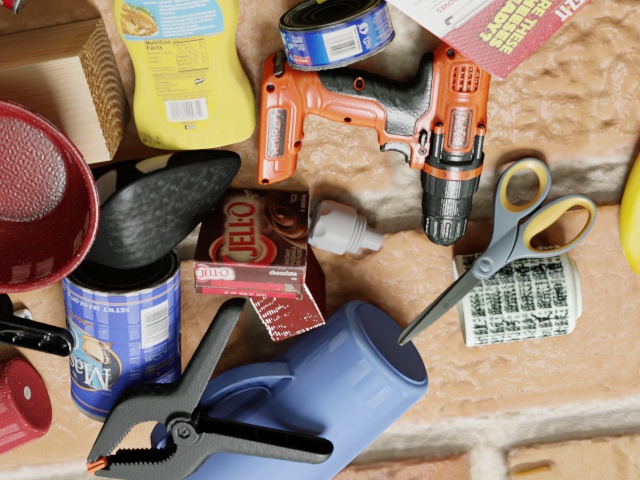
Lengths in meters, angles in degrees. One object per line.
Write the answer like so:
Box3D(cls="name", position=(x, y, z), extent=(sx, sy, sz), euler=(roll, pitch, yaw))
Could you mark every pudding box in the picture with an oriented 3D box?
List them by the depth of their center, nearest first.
Box3D(cls="pudding box", position=(-0.056, 0.001, 0.894), extent=(0.090, 0.113, 0.039), euler=(4, 123, -1))

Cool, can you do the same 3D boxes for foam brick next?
Box3D(cls="foam brick", position=(-0.028, 0.041, 0.937), extent=(0.051, 0.078, 0.053), euler=(-21, 118, 11))

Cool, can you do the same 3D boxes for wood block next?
Box3D(cls="wood block", position=(-0.268, -0.105, 0.851), extent=(0.206, 0.090, 0.091), euler=(-9, 120, 7))

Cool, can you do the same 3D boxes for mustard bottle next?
Box3D(cls="mustard bottle", position=(-0.109, -0.167, 0.828), extent=(0.096, 0.058, 0.191), euler=(-2, 121, 9))

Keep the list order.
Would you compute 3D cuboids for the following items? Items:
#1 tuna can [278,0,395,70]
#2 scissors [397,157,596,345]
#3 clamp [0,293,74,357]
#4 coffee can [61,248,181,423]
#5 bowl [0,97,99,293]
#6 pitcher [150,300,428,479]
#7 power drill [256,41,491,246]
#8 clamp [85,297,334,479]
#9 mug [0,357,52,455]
Box3D(cls="tuna can", position=(0.012, -0.162, 0.812), extent=(0.086, 0.086, 0.034), euler=(-13, 118, 9))
Box3D(cls="scissors", position=(0.134, 0.001, 0.895), extent=(0.201, 0.016, 0.096), euler=(-26, 83, -4))
Box3D(cls="clamp", position=(-0.305, 0.080, 0.921), extent=(0.120, 0.172, 0.039), euler=(-20, 120, -39))
Box3D(cls="coffee can", position=(-0.174, 0.077, 0.948), extent=(0.103, 0.103, 0.140), euler=(3, 120, 0))
Box3D(cls="bowl", position=(-0.240, -0.042, 0.800), extent=(0.162, 0.055, 0.162), euler=(1, 118, 3))
Box3D(cls="pitcher", position=(-0.028, 0.162, 0.979), extent=(0.243, 0.149, 0.145), euler=(-42, 83, 19))
Box3D(cls="power drill", position=(0.043, -0.081, 0.877), extent=(0.187, 0.057, 0.184), euler=(2, 118, -2))
Box3D(cls="clamp", position=(-0.103, 0.159, 0.909), extent=(0.210, 0.036, 0.164), euler=(-32, 104, 18))
Box3D(cls="mug", position=(-0.305, 0.167, 1.021), extent=(0.081, 0.093, 0.117), euler=(-24, 148, 10))
